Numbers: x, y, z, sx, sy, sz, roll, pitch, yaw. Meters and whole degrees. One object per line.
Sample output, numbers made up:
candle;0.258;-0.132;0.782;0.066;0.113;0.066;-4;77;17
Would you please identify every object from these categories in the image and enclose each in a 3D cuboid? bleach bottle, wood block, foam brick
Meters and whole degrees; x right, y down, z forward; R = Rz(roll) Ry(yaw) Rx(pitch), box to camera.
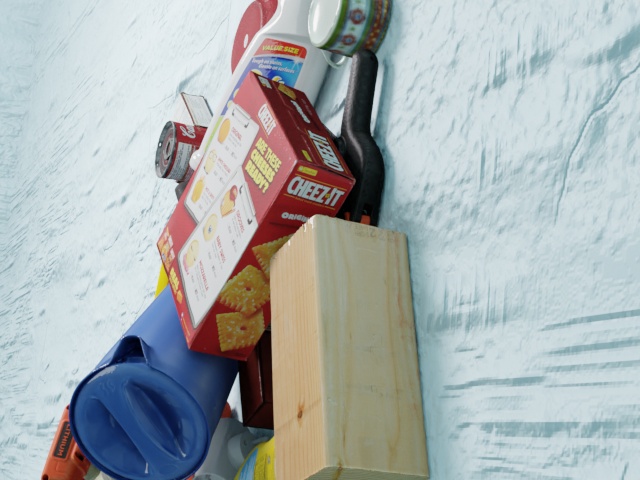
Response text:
bleach bottle;-0.049;-0.168;1.108;0.103;0.068;0.251;32;115;20
wood block;0.018;0.096;0.850;0.091;0.090;0.206;-44;42;51
foam brick;-0.044;0.135;1.018;0.053;0.051;0.078;126;146;-46

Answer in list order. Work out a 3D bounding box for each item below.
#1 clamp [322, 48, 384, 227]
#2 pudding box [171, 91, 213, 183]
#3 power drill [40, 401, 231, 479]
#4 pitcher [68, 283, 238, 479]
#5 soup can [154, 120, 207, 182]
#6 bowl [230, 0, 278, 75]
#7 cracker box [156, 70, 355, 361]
clamp;0.020;-0.078;0.981;0.120;0.039;0.171;138;136;-56
pudding box;-0.176;-0.137;1.440;0.090;0.039;0.113;-67;29;25
power drill;-0.197;0.246;1.141;0.057;0.188;0.184;80;-163;-50
pitcher;-0.141;0.133;1.061;0.149;0.145;0.242;-48;7;25
soup can;-0.136;-0.097;1.254;0.069;0.102;0.068;11;90;66
bowl;-0.058;-0.216;1.192;0.162;0.055;0.162;11;90;66
cracker box;-0.066;-0.022;0.990;0.214;0.072;0.164;-58;34;24
